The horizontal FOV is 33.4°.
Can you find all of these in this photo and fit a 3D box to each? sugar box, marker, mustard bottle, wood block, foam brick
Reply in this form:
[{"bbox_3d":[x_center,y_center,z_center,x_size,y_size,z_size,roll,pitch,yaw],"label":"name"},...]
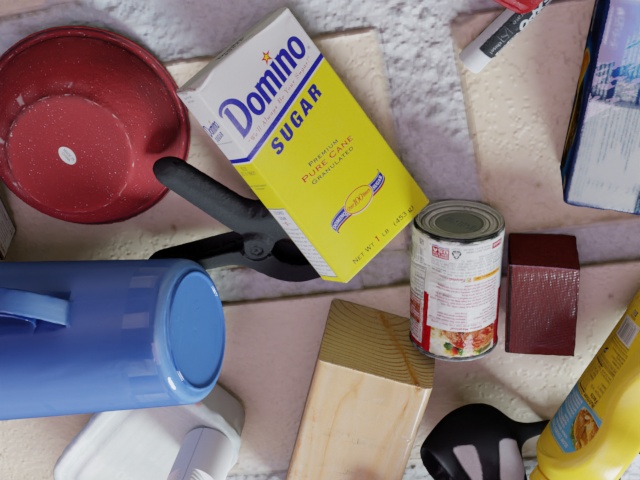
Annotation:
[{"bbox_3d":[-0.010,-0.065,0.754,0.093,0.048,0.176,-44,110,-17],"label":"sugar box"},{"bbox_3d":[0.141,-0.160,0.715,0.020,0.020,0.121,41,117,-11],"label":"marker"},{"bbox_3d":[0.212,0.127,0.784,0.058,0.096,0.192,30,103,-8],"label":"mustard bottle"},{"bbox_3d":[0.025,0.165,0.867,0.090,0.090,0.206,15,119,2],"label":"wood block"},{"bbox_3d":[0.165,0.040,0.797,0.051,0.053,0.078,2,119,10],"label":"foam brick"}]

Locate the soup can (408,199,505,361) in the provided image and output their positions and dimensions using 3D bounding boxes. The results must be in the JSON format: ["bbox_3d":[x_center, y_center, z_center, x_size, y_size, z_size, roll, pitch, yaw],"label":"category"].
[{"bbox_3d":[0.101,0.029,0.795,0.068,0.068,0.102,4,117,9],"label":"soup can"}]

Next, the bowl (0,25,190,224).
[{"bbox_3d":[-0.179,-0.073,0.788,0.162,0.055,0.162,0,117,0],"label":"bowl"}]

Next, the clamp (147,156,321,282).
[{"bbox_3d":[-0.055,0.001,0.820,0.171,0.039,0.120,17,141,-8],"label":"clamp"}]

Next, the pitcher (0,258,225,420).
[{"bbox_3d":[-0.205,0.072,0.815,0.243,0.149,0.145,-5,111,21],"label":"pitcher"}]
